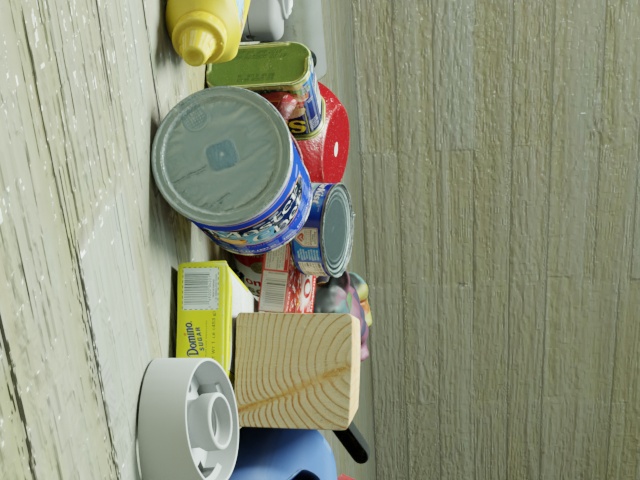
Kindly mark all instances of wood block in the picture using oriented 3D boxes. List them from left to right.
[{"bbox_3d":[-0.014,0.108,0.911,0.206,0.091,0.090,55,37,-84],"label":"wood block"}]

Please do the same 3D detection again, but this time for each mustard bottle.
[{"bbox_3d":[-0.087,-0.198,0.857,0.191,0.058,0.096,-85,173,-48],"label":"mustard bottle"}]

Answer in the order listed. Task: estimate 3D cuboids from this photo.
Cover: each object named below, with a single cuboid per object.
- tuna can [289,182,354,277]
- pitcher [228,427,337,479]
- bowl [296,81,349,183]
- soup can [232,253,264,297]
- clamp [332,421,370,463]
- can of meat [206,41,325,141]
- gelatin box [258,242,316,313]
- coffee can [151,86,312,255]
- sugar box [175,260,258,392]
[{"bbox_3d":[0.001,-0.010,0.966,0.086,0.034,0.086,3,90,-70],"label":"tuna can"},{"bbox_3d":[-0.049,0.237,0.881,0.243,0.149,0.145,-71,144,-83],"label":"pitcher"},{"bbox_3d":[-0.009,-0.098,1.109,0.162,0.055,0.162,8,90,-73],"label":"bowl"},{"bbox_3d":[-0.057,0.001,1.065,0.102,0.068,0.068,82,9,-50],"label":"soup can"},{"bbox_3d":[-0.014,0.166,1.264,0.036,0.164,0.210,-40,-142,34],"label":"clamp"},{"bbox_3d":[-0.051,-0.138,0.997,0.084,0.102,0.057,75,15,-59],"label":"can of meat"},{"bbox_3d":[-0.027,0.024,0.991,0.073,0.030,0.089,13,83,-70],"label":"gelatin box"},{"bbox_3d":[-0.064,-0.049,0.829,0.140,0.103,0.103,60,29,-78],"label":"coffee can"},{"bbox_3d":[-0.084,0.080,0.896,0.176,0.048,0.093,81,9,-76],"label":"sugar box"}]
